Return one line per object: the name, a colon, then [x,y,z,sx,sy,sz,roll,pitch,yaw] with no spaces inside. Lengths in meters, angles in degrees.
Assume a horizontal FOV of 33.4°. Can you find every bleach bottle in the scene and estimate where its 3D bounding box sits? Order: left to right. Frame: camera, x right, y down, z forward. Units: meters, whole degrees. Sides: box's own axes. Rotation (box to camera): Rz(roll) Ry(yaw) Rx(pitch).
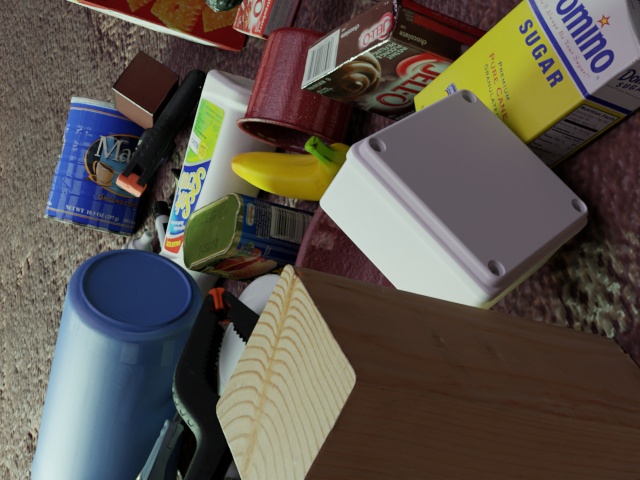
bleach bottle: [-0.102,-0.025,0.991,0.103,0.068,0.251,40,115,58]

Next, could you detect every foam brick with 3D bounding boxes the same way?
foam brick: [-0.184,-0.157,1.132,0.053,0.051,0.078,-57,2,-12]

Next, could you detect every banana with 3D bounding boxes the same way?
banana: [-0.012,-0.058,0.848,0.037,0.069,0.198,-59,18,-14]

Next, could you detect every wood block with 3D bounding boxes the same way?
wood block: [0.068,0.089,0.516,0.091,0.205,0.090,-63,32,22]

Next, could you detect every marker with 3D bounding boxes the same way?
marker: [-0.160,0.000,1.116,0.020,0.020,0.121,-56,36,30]

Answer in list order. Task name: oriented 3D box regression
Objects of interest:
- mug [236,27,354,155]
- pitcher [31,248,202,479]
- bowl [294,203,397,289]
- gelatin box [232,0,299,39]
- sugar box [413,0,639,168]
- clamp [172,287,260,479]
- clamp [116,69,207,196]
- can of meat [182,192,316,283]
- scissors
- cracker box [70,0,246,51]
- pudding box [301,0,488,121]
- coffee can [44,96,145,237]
mug: [-0.015,-0.118,0.864,0.117,0.093,0.081,166,120,-76]
pitcher: [-0.169,0.123,0.924,0.149,0.144,0.243,-115,33,-44]
bowl: [0.043,0.030,0.729,0.162,0.055,0.162,-31,52,51]
gelatin box: [-0.046,-0.236,1.014,0.073,0.030,0.089,32,106,58]
sugar box: [0.130,-0.094,0.645,0.177,0.048,0.093,-42,46,46]
clamp: [-0.042,0.127,0.750,0.036,0.164,0.210,77,-175,-59]
clamp: [-0.170,-0.093,1.101,0.120,0.039,0.171,-62,1,44]
can of meat: [-0.056,0.001,0.878,0.102,0.083,0.057,-22,59,54]
scissors: [-0.117,0.159,0.825,0.201,0.016,0.096,-63,11,-8]
cracker box: [-0.194,-0.261,1.089,0.164,0.213,0.072,29,103,59]
pudding box: [0.054,-0.124,0.743,0.114,0.089,0.039,-14,64,57]
coffee can: [-0.248,-0.083,1.214,0.103,0.102,0.140,12,88,60]
